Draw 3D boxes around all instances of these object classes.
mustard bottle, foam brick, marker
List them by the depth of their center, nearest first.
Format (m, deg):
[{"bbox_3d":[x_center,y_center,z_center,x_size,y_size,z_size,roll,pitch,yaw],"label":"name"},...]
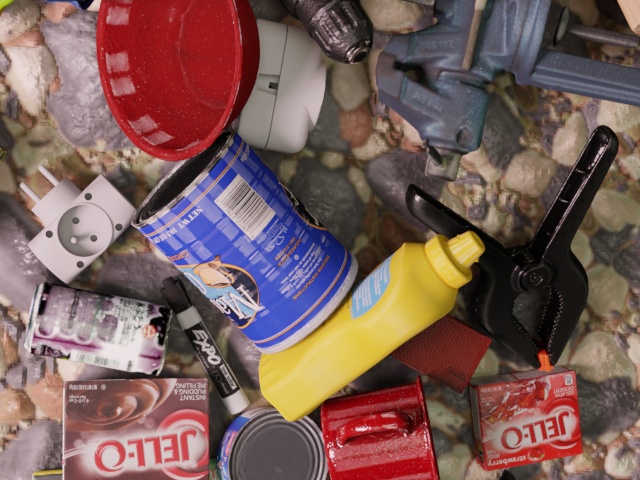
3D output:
[{"bbox_3d":[0.042,0.054,0.796,0.192,0.096,0.058,-38,101,21],"label":"mustard bottle"},{"bbox_3d":[-0.093,0.083,0.847,0.020,0.020,0.121,-29,99,-7],"label":"marker"},{"bbox_3d":[0.088,0.080,0.863,0.078,0.051,0.053,30,90,-11],"label":"foam brick"}]

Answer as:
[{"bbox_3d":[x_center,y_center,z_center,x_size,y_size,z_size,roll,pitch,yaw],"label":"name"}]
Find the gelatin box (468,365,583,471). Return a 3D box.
[{"bbox_3d":[0.172,0.148,0.893,0.089,0.030,0.073,-7,96,-9],"label":"gelatin box"}]

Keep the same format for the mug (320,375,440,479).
[{"bbox_3d":[0.045,0.155,0.828,0.081,0.117,0.093,-11,70,5],"label":"mug"}]

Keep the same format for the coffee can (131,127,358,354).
[{"bbox_3d":[-0.055,0.001,0.797,0.103,0.103,0.140,-45,107,-4],"label":"coffee can"}]

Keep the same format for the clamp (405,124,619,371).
[{"bbox_3d":[0.170,0.013,0.837,0.164,0.036,0.210,-22,123,2],"label":"clamp"}]

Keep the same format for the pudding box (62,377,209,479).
[{"bbox_3d":[-0.142,0.152,0.827,0.113,0.039,0.090,0,82,-9],"label":"pudding box"}]

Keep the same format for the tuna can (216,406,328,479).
[{"bbox_3d":[-0.039,0.175,0.846,0.086,0.034,0.086,2,86,-25],"label":"tuna can"}]

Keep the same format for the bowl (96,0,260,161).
[{"bbox_3d":[-0.095,-0.141,0.783,0.055,0.162,0.162,-11,98,-46],"label":"bowl"}]

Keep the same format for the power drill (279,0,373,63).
[{"bbox_3d":[-0.050,-0.204,0.707,0.057,0.187,0.184,-40,71,19],"label":"power drill"}]
